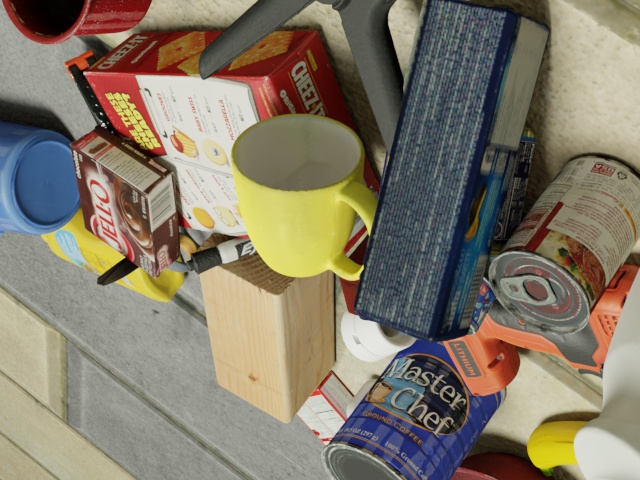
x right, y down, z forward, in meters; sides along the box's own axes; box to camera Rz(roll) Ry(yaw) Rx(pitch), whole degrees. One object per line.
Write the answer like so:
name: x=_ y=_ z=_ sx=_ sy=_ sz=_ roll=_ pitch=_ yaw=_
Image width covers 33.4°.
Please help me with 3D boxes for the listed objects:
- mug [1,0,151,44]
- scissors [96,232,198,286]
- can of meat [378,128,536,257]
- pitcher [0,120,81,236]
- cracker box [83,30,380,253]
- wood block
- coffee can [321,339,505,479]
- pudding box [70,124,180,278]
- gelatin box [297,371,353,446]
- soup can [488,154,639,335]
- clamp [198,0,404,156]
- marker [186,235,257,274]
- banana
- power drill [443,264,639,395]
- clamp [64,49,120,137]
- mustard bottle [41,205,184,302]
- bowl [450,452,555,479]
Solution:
mug: x=-0.170 y=-0.198 z=0.796 sx=0.117 sy=0.081 sz=0.093 roll=-14 pitch=94 yaw=33
scissors: x=-0.176 y=-0.001 z=1.003 sx=0.016 sy=0.201 sz=0.096 roll=-40 pitch=77 yaw=17
can of meat: x=0.089 y=-0.041 z=0.714 sx=0.102 sy=0.057 sz=0.084 roll=15 pitch=101 yaw=35
pitcher: x=-0.370 y=-0.062 z=1.147 sx=0.243 sy=0.144 sz=0.149 roll=9 pitch=136 yaw=37
cracker box: x=-0.068 y=-0.083 z=0.855 sx=0.214 sy=0.072 sz=0.164 roll=10 pitch=136 yaw=42
wood block: x=-0.046 y=0.067 z=0.996 sx=0.091 sy=0.090 sz=0.206 roll=27 pitch=145 yaw=21
coffee can: x=0.081 y=0.160 z=0.921 sx=0.103 sy=0.140 sz=0.103 roll=28 pitch=146 yaw=21
pudding box: x=-0.166 y=-0.032 z=0.916 sx=0.090 sy=0.039 sz=0.113 roll=32 pitch=143 yaw=21
gelatin box: x=0.012 y=0.183 z=1.131 sx=0.089 sy=0.030 sz=0.073 roll=49 pitch=146 yaw=-13
soup can: x=0.161 y=0.001 z=0.677 sx=0.069 sy=0.102 sz=0.068 roll=28 pitch=146 yaw=21
clamp: x=0.018 y=-0.150 z=0.655 sx=0.164 sy=0.036 sz=0.210 roll=31 pitch=127 yaw=10
marker: x=-0.056 y=0.001 z=0.903 sx=0.020 sy=0.121 sz=0.020 roll=160 pitch=90 yaw=-76
banana: x=0.234 y=0.172 z=0.875 sx=0.069 sy=0.037 sz=0.198 roll=25 pitch=160 yaw=-27
power drill: x=0.190 y=0.091 z=0.803 sx=0.188 sy=0.057 sz=0.184 roll=2 pitch=131 yaw=44
clamp: x=-0.186 y=-0.094 z=0.986 sx=0.171 sy=0.039 sz=0.120 roll=68 pitch=165 yaw=-17
mustard bottle: x=-0.240 y=0.003 z=1.157 sx=0.192 sy=0.058 sz=0.096 roll=18 pitch=152 yaw=33
bowl: x=0.181 y=0.251 z=1.005 sx=0.162 sy=0.055 sz=0.162 roll=28 pitch=146 yaw=21
